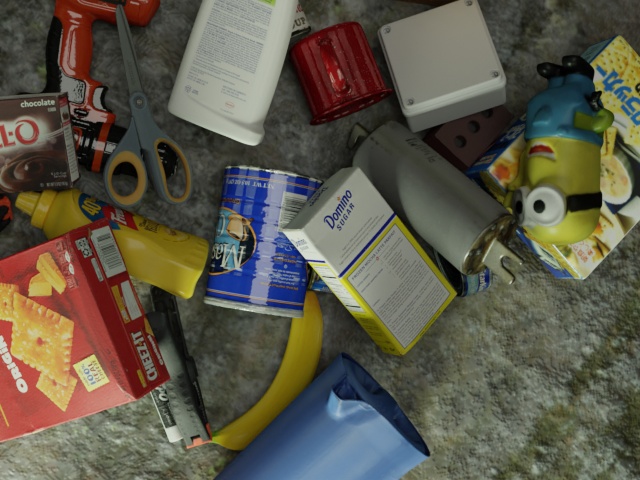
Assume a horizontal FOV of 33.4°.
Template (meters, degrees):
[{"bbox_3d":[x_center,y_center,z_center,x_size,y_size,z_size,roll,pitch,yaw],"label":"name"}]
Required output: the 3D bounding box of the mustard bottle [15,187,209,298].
[{"bbox_3d":[-0.207,-0.006,1.054,0.191,0.096,0.058,22,105,-9],"label":"mustard bottle"}]

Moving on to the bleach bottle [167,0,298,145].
[{"bbox_3d":[-0.062,-0.227,1.036,0.102,0.068,0.251,22,100,0],"label":"bleach bottle"}]

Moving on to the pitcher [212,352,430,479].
[{"bbox_3d":[-0.015,0.240,1.068,0.243,0.145,0.149,-42,101,5],"label":"pitcher"}]

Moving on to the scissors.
[{"bbox_3d":[-0.192,-0.120,1.042,0.096,0.016,0.202,-28,100,-16],"label":"scissors"}]

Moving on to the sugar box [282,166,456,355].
[{"bbox_3d":[0.050,0.022,1.058,0.093,0.048,0.176,-47,110,-21],"label":"sugar box"}]

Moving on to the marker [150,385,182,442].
[{"bbox_3d":[-0.169,0.149,1.100,0.020,0.020,0.121,-22,94,-10],"label":"marker"}]

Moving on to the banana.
[{"bbox_3d":[-0.046,0.148,1.115,0.069,0.037,0.197,38,83,-11],"label":"banana"}]

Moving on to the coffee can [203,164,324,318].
[{"bbox_3d":[-0.057,0.001,1.080,0.102,0.103,0.140,9,88,-11],"label":"coffee can"}]

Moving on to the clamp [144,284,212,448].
[{"bbox_3d":[-0.145,0.123,1.078,0.039,0.120,0.171,-10,114,4],"label":"clamp"}]

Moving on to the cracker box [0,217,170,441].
[{"bbox_3d":[-0.268,0.092,1.002,0.214,0.072,0.164,-19,94,25],"label":"cracker box"}]

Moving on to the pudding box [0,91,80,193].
[{"bbox_3d":[-0.293,-0.093,1.020,0.113,0.039,0.090,-5,107,4],"label":"pudding box"}]

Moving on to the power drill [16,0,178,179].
[{"bbox_3d":[-0.218,-0.162,1.073,0.184,0.057,0.187,13,87,-11],"label":"power drill"}]

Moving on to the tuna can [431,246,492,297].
[{"bbox_3d":[0.148,0.016,1.128,0.033,0.086,0.086,-20,94,-9],"label":"tuna can"}]

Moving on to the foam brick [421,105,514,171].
[{"bbox_3d":[0.157,-0.120,1.148,0.053,0.051,0.078,43,83,-8],"label":"foam brick"}]

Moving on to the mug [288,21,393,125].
[{"bbox_3d":[0.016,-0.173,1.092,0.093,0.117,0.081,-22,89,9],"label":"mug"}]
